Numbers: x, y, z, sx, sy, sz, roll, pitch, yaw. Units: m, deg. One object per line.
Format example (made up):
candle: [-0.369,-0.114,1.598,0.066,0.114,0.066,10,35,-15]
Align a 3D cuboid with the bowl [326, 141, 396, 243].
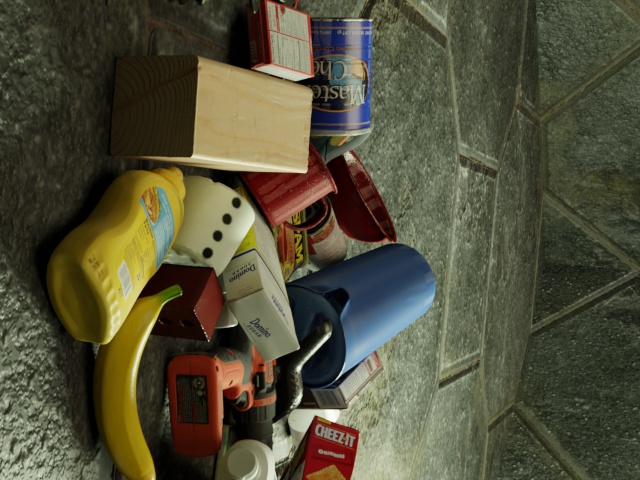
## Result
bowl: [0.044,-0.056,1.464,0.162,0.055,0.162,57,13,-21]

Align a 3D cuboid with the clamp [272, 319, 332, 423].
clamp: [-0.042,0.146,1.250,0.039,0.120,0.171,-16,115,-47]

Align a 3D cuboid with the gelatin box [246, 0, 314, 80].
gelatin box: [-0.044,-0.220,1.176,0.089,0.030,0.073,2,82,-56]

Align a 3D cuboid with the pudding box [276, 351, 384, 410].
pudding box: [0.012,0.180,1.382,0.089,0.114,0.039,-42,116,-41]

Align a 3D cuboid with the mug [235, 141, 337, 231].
mug: [-0.035,-0.060,1.167,0.117,0.081,0.093,60,-6,-32]

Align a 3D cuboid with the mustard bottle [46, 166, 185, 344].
mustard bottle: [-0.166,-0.006,0.929,0.191,0.058,0.096,-62,152,-47]

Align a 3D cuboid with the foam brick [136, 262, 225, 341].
foam brick: [-0.137,0.057,1.001,0.053,0.078,0.051,74,27,-47]

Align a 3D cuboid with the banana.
banana: [-0.169,0.133,0.953,0.037,0.069,0.198,-127,-135,-69]

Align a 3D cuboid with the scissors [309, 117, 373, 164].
scissors: [-0.016,-0.104,1.374,0.201,0.096,0.016,-41,131,-19]

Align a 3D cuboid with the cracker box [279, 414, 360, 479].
cracker box: [-0.018,0.349,1.299,0.213,0.072,0.164,-76,-172,-47]

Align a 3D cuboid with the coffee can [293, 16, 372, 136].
coffee can: [0.013,-0.205,1.322,0.102,0.103,0.140,-30,123,-67]

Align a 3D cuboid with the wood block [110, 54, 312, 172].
wood block: [-0.097,-0.115,1.007,0.205,0.091,0.090,1,93,-62]

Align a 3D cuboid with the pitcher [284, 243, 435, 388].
pitcher: [0.037,0.090,1.358,0.242,0.149,0.145,-24,113,-50]

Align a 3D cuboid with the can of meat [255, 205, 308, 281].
can of meat: [-0.058,0.001,1.247,0.083,0.057,0.102,-44,136,-58]

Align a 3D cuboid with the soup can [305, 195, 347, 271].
soup can: [-0.007,-0.011,1.372,0.102,0.069,0.068,64,36,-57]

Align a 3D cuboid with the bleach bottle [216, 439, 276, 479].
bleach bottle: [-0.078,0.278,1.115,0.251,0.068,0.102,91,11,-61]

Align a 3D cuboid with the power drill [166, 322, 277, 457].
power drill: [-0.100,0.173,1.160,0.187,0.057,0.184,-19,105,-72]

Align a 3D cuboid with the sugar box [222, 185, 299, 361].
sugar box: [-0.070,0.032,1.103,0.176,0.048,0.093,-102,167,-52]
